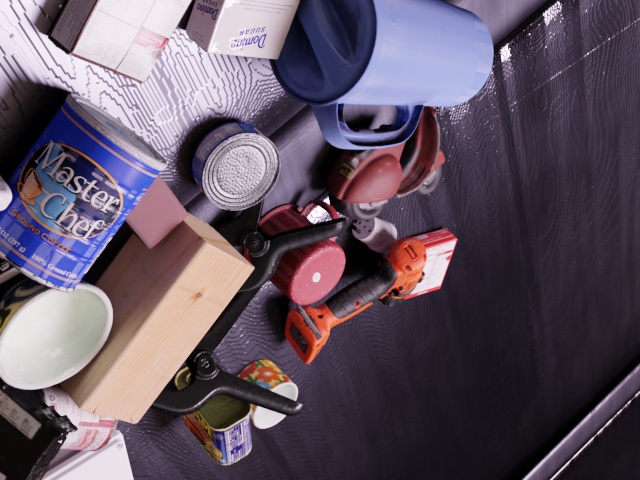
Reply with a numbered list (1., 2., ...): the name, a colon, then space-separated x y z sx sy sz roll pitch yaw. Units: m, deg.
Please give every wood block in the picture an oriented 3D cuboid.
1. wood block: -0.176 0.074 1.088 0.206 0.090 0.090 -52 144 4

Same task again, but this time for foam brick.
1. foam brick: -0.173 -0.040 1.016 0.051 0.053 0.078 -43 146 -9

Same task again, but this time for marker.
1. marker: -0.295 0.032 0.977 0.121 0.020 0.020 -31 141 -25

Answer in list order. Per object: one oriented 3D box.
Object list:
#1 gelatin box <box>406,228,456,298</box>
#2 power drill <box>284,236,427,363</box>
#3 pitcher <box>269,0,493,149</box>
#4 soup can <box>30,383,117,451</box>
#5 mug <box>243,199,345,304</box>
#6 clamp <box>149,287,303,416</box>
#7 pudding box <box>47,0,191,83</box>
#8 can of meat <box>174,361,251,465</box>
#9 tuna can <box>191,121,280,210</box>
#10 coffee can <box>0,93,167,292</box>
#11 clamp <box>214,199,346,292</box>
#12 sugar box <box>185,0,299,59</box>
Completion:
1. gelatin box: 0.140 0.031 1.451 0.073 0.030 0.089 -14 132 -38
2. power drill: 0.045 0.078 1.341 0.187 0.057 0.184 -34 165 -15
3. pitcher: 0.070 -0.185 1.079 0.242 0.145 0.149 -3 135 -50
4. soup can: -0.270 0.182 1.104 0.102 0.069 0.068 19 107 -53
5. mug: -0.020 0.009 1.206 0.117 0.082 0.093 -55 145 8
6. clamp: -0.124 0.148 1.192 0.209 0.164 0.036 -21 172 -25
7. pudding box: -0.161 -0.196 0.894 0.089 0.039 0.113 17 107 -53
8. can of meat: -0.124 0.204 1.259 0.057 0.102 0.084 -29 143 -25
9. tuna can: -0.086 -0.076 1.078 0.086 0.034 0.086 -15 125 -23
10. coffee can: -0.215 -0.041 0.924 0.140 0.103 0.102 -53 145 5
11. clamp: -0.058 0.001 1.145 0.171 0.120 0.039 -55 177 14
12. sugar box: -0.051 -0.253 0.957 0.093 0.048 0.176 -4 129 -46
